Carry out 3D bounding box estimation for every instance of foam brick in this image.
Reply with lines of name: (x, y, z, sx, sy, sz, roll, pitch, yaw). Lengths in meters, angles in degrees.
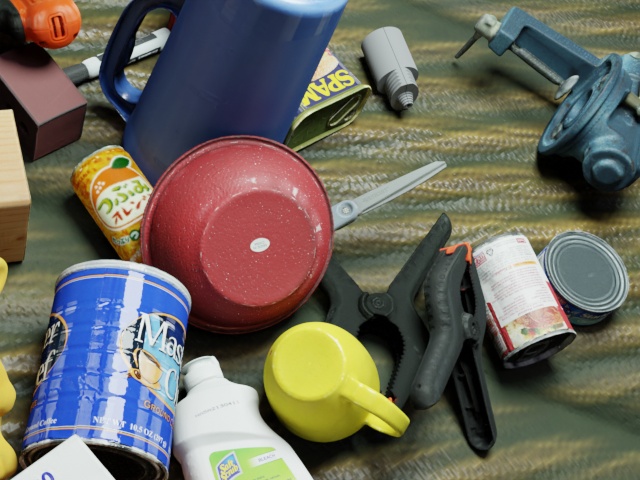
foam brick: (-0.242, -0.119, 0.903, 0.051, 0.053, 0.078, -32, 74, -32)

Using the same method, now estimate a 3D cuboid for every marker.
marker: (-0.187, -0.166, 0.972, 0.120, 0.020, 0.020, -30, 73, -32)

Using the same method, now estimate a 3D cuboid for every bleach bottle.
bleach bottle: (-0.037, 0.197, 0.777, 0.102, 0.068, 0.251, -13, 63, -26)

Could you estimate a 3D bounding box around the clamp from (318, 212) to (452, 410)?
clamp: (0.034, 0.056, 0.904, 0.164, 0.036, 0.210, 8, 58, -8)

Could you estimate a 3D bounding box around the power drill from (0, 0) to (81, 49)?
power drill: (-0.312, -0.196, 0.899, 0.187, 0.057, 0.185, -20, 36, -20)

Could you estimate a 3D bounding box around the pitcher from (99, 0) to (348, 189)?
pitcher: (-0.077, -0.145, 0.861, 0.149, 0.243, 0.145, -5, 58, -29)

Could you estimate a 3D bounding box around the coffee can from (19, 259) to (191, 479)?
coffee can: (-0.152, 0.099, 0.770, 0.102, 0.103, 0.140, 12, 57, -13)

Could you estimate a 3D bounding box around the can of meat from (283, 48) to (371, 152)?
can of meat: (-0.018, -0.140, 0.993, 0.101, 0.058, 0.084, -30, 70, -35)

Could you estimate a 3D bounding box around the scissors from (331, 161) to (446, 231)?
scissors: (0.003, -0.032, 0.909, 0.201, 0.016, 0.096, -41, 71, -12)

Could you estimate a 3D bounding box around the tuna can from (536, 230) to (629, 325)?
tuna can: (0.240, 0.036, 0.992, 0.086, 0.034, 0.086, 9, 57, -14)

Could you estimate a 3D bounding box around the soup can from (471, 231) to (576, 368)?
soup can: (0.171, 0.052, 0.936, 0.068, 0.069, 0.102, -10, 63, -25)

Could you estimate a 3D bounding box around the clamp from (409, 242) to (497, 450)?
clamp: (0.116, 0.087, 0.885, 0.039, 0.120, 0.171, -8, 51, 28)

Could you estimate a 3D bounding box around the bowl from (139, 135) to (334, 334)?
bowl: (-0.055, 0.001, 0.828, 0.162, 0.055, 0.162, -4, 102, -20)
